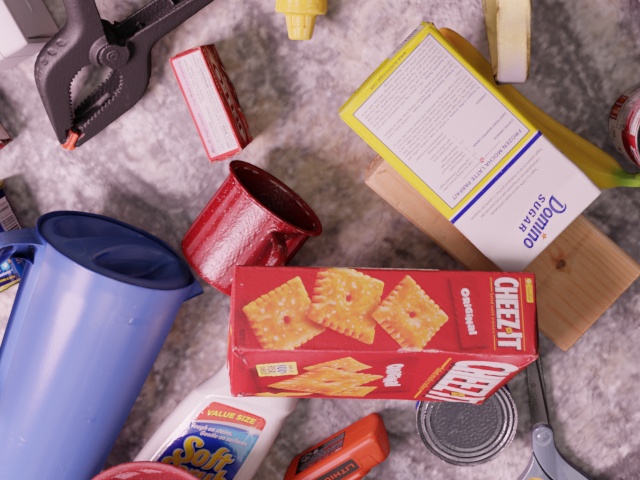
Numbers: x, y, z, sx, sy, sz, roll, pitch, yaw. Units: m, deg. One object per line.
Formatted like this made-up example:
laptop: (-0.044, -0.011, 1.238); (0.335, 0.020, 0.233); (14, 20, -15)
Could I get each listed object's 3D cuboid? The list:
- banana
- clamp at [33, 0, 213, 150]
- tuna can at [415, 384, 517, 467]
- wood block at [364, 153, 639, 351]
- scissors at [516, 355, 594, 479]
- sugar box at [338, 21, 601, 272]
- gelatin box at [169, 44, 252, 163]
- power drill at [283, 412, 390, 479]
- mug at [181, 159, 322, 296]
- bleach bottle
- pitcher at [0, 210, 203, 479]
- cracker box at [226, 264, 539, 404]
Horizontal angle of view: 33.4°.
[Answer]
banana: (0.166, -0.097, 0.846); (0.198, 0.070, 0.037); (35, 64, 3)
clamp: (-0.172, -0.159, 0.825); (0.164, 0.036, 0.210); (12, 128, -41)
tuna can: (0.124, 0.148, 0.914); (0.086, 0.033, 0.086); (1, 102, 3)
wood block: (0.141, -0.019, 0.850); (0.206, 0.090, 0.091); (40, 100, -5)
scissors: (0.210, 0.177, 0.924); (0.096, 0.016, 0.202); (8, 104, 3)
sugar box: (0.107, -0.065, 0.773); (0.176, 0.048, 0.093); (43, 99, -10)
gelatin box: (-0.085, -0.111, 0.851); (0.030, 0.073, 0.089); (-21, 100, 7)
power drill: (0.069, 0.246, 0.924); (0.184, 0.057, 0.187); (-32, 98, 11)
mug: (-0.056, 0.001, 0.856); (0.093, 0.117, 0.081); (28, 109, -32)
bleach bottle: (-0.098, 0.172, 0.919); (0.102, 0.068, 0.251); (32, 99, 1)
pitcher: (-0.215, 0.104, 0.875); (0.149, 0.144, 0.243); (27, 105, 10)
cracker box: (0.037, 0.076, 0.803); (0.213, 0.164, 0.072); (3, 70, -5)
